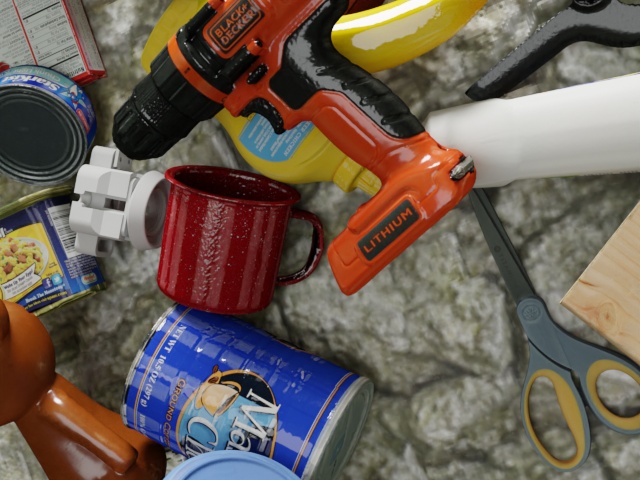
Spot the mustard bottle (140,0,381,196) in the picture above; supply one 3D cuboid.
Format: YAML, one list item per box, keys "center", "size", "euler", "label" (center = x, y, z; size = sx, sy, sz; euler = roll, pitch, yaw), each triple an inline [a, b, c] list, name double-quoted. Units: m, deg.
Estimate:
- center: [-0.024, -0.095, 0.717]
  size: [0.192, 0.058, 0.096]
  euler: [42, 101, 11]
  label: "mustard bottle"

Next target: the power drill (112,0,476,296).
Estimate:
- center: [-0.016, -0.061, 0.629]
  size: [0.185, 0.057, 0.187]
  euler: [-41, 90, 25]
  label: "power drill"

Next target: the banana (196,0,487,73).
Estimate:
- center: [0.003, -0.133, 0.658]
  size: [0.198, 0.037, 0.070]
  euler: [7, 100, 15]
  label: "banana"

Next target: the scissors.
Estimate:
- center: [0.158, 0.050, 0.692]
  size: [0.096, 0.016, 0.202]
  euler: [-10, 93, 18]
  label: "scissors"

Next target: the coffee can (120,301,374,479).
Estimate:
- center: [-0.048, 0.112, 0.724]
  size: [0.140, 0.102, 0.103]
  euler: [24, 103, 16]
  label: "coffee can"

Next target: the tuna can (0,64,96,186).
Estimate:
- center: [-0.207, -0.084, 0.774]
  size: [0.086, 0.033, 0.086]
  euler: [4, 128, 5]
  label: "tuna can"

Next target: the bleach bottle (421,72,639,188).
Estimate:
- center: [0.158, -0.065, 0.632]
  size: [0.251, 0.102, 0.068]
  euler: [-6, 92, 19]
  label: "bleach bottle"

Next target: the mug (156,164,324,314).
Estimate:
- center: [-0.055, 0.001, 0.730]
  size: [0.117, 0.093, 0.081]
  euler: [6, 106, -18]
  label: "mug"

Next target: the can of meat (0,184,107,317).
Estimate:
- center: [-0.219, 0.016, 0.798]
  size: [0.102, 0.057, 0.084]
  euler: [-22, 91, 21]
  label: "can of meat"

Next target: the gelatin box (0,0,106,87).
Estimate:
- center: [-0.207, -0.149, 0.790]
  size: [0.073, 0.030, 0.089]
  euler: [-20, 91, 20]
  label: "gelatin box"

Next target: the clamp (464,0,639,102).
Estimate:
- center: [0.160, -0.145, 0.658]
  size: [0.172, 0.039, 0.120]
  euler: [4, 107, 19]
  label: "clamp"
